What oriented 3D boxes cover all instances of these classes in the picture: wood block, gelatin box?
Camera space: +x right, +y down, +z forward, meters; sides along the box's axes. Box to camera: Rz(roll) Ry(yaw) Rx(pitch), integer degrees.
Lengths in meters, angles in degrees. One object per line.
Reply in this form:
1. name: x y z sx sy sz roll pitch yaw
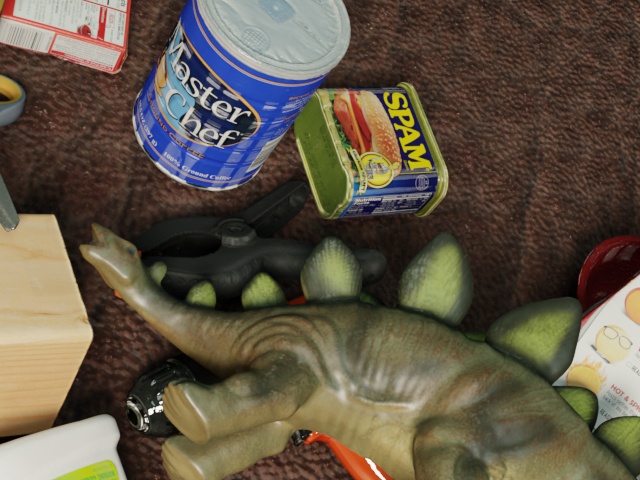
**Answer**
1. wood block: -0.233 0.046 0.530 0.205 0.091 0.090 0 47 -34
2. gelatin box: -0.178 -0.162 0.747 0.089 0.030 0.073 13 55 -22

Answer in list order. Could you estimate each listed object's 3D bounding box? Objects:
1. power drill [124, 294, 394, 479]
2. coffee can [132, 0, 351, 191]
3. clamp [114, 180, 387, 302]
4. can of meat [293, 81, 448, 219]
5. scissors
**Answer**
1. power drill: -0.004 0.127 0.648 0.184 0.057 0.188 -24 75 -37
2. coffee can: -0.056 -0.112 0.711 0.102 0.141 0.103 14 56 -21
3. clamp: -0.055 0.001 0.699 0.171 0.039 0.120 -5 26 -21
4. can of meat: 0.034 -0.066 0.788 0.083 0.058 0.102 -5 64 -28
5. scissors: -0.193 -0.062 0.635 0.096 0.016 0.202 -8 38 -47
